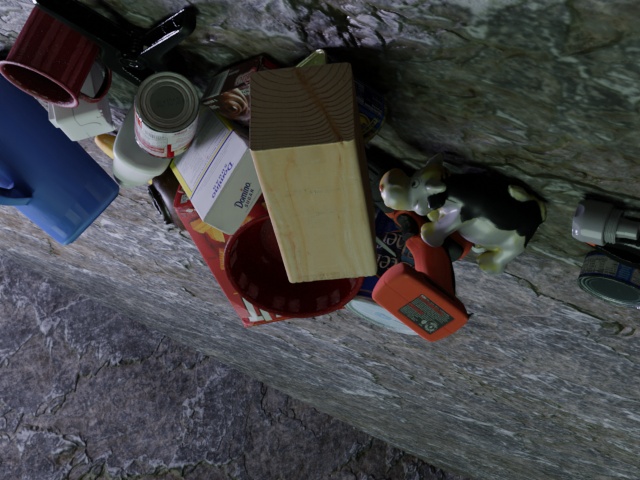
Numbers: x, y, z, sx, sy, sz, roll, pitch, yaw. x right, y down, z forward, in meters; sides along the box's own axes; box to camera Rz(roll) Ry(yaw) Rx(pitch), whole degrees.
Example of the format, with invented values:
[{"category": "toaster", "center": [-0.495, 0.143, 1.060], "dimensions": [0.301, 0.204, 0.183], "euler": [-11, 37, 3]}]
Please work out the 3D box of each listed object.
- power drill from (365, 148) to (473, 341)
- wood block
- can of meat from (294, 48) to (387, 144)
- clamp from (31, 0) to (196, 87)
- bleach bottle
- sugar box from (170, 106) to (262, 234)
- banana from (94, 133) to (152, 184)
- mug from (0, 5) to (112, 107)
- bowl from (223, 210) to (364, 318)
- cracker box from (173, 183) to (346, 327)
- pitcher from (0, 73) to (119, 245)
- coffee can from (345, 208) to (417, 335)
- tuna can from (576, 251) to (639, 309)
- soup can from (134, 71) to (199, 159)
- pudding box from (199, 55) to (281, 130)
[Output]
[{"category": "power drill", "center": [0.096, 0.002, 1.139], "dimensions": [0.184, 0.187, 0.057], "euler": [36, 126, -23]}, {"category": "wood block", "center": [-0.002, -0.056, 0.974], "dimensions": [0.090, 0.091, 0.206], "euler": [-5, 145, 6]}, {"category": "can of meat", "center": [0.001, -0.121, 1.011], "dimensions": [0.083, 0.057, 0.102], "euler": [29, 137, -32]}, {"category": "clamp", "center": [-0.181, -0.197, 1.091], "dimensions": [0.165, 0.036, 0.210], "euler": [12, 166, 15]}, {"category": "bleach bottle", "center": [-0.228, -0.108, 1.339], "dimensions": [0.068, 0.102, 0.251], "euler": [25, 165, -12]}, {"category": "sugar box", "center": [-0.107, -0.081, 1.153], "dimensions": [0.048, 0.093, 0.176], "euler": [27, -168, -30]}, {"category": "banana", "center": [-0.237, -0.095, 1.526], "dimensions": [0.070, 0.037, 0.197], "euler": [8, 160, 40]}, {"category": "mug", "center": [-0.276, -0.195, 1.147], "dimensions": [0.117, 0.081, 0.093], "euler": [31, 163, -29]}, {"category": "bowl", "center": [-0.028, 0.014, 1.221], "dimensions": [0.162, 0.055, 0.162], "euler": [3, 131, 4]}, {"category": "cracker box", "center": [-0.059, 0.002, 1.300], "dimensions": [0.164, 0.072, 0.213], "euler": [-12, 128, 20]}, {"category": "pitcher", "center": [-0.382, -0.104, 1.359], "dimensions": [0.242, 0.149, 0.145], "euler": [44, 169, -10]}, {"category": "coffee can", "center": [0.098, 0.029, 1.276], "dimensions": [0.103, 0.140, 0.103], "euler": [21, 165, 6]}, {"category": "tuna can", "center": [0.335, 0.044, 1.201], "dimensions": [0.086, 0.033, 0.086], "euler": [21, 165, 6]}, {"category": "soup can", "center": [-0.164, -0.132, 1.131], "dimensions": [0.068, 0.068, 0.102], "euler": [23, 167, -5]}, {"category": "pudding box", "center": [-0.058, -0.144, 1.095], "dimensions": [0.090, 0.039, 0.114], "euler": [29, 164, -28]}]
